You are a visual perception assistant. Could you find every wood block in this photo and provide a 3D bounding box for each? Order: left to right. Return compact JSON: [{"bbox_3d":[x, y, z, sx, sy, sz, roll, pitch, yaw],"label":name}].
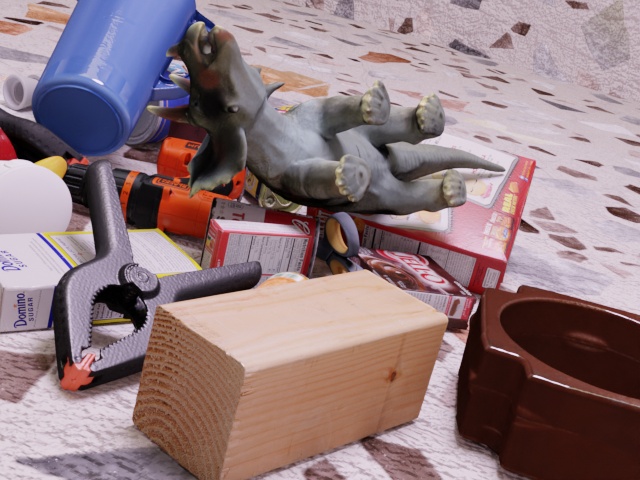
[{"bbox_3d":[-0.016,0.088,0.738,0.090,0.091,0.205,29,24,36],"label":"wood block"}]

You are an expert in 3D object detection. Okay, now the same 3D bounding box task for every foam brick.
[{"bbox_3d":[-0.147,-0.116,1.257,0.053,0.078,0.051,22,20,17],"label":"foam brick"}]

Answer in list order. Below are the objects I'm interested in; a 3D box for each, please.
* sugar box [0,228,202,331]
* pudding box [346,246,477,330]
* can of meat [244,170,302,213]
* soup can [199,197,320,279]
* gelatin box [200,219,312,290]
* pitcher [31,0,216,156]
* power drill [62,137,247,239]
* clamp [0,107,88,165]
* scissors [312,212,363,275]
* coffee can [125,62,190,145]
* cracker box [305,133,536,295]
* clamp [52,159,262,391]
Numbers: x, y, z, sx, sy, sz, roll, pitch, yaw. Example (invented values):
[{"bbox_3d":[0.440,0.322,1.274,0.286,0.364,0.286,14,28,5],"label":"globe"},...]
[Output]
[{"bbox_3d":[-0.190,0.029,0.857,0.175,0.048,0.093,-5,28,-36],"label":"sugar box"},{"bbox_3d":[0.083,0.044,1.017,0.089,0.039,0.114,6,20,-22],"label":"pudding box"},{"bbox_3d":[-0.053,-0.091,1.216,0.057,0.102,0.084,2,20,-28],"label":"can of meat"},{"bbox_3d":[-0.057,0.001,0.995,0.102,0.068,0.068,11,19,-5],"label":"soup can"},{"bbox_3d":[-0.058,0.022,0.926,0.089,0.073,0.030,3,22,-29],"label":"gelatin box"},{"bbox_3d":[-0.220,-0.204,1.186,0.149,0.145,0.242,-15,39,25],"label":"pitcher"},{"bbox_3d":[-0.162,-0.058,1.118,0.184,0.057,0.187,16,20,5],"label":"power drill"},{"bbox_3d":[-0.324,-0.115,1.111,0.172,0.039,0.120,20,-18,19],"label":"clamp"},{"bbox_3d":[0.002,-0.006,1.038,0.016,0.096,0.202,-17,32,-18],"label":"scissors"},{"bbox_3d":[-0.191,-0.176,1.360,0.103,0.103,0.140,26,22,32],"label":"coffee can"},{"bbox_3d":[0.108,-0.042,1.144,0.214,0.072,0.164,17,49,9],"label":"cracker box"},{"bbox_3d":[-0.147,0.029,0.800,0.164,0.036,0.209,38,37,-2],"label":"clamp"}]
